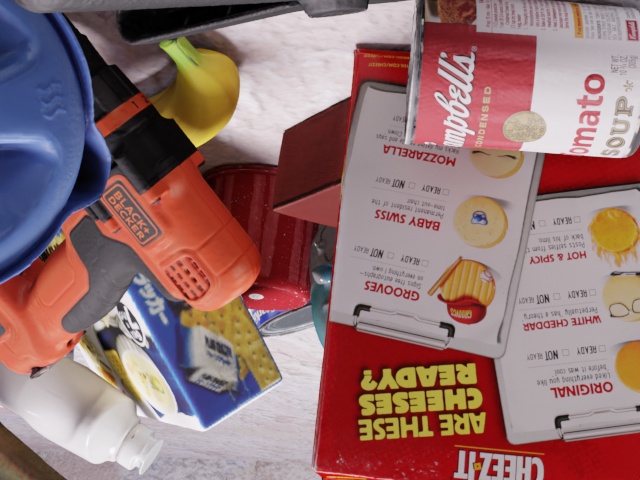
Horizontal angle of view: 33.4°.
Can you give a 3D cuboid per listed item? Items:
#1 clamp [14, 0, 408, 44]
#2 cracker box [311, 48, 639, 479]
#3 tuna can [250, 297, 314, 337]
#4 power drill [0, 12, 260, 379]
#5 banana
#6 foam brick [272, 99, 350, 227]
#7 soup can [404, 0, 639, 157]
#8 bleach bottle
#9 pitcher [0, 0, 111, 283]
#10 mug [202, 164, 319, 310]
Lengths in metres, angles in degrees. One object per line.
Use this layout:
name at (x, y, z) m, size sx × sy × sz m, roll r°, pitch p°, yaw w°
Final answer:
clamp at (-0.002, -0.104, 0.415) m, size 0.210 × 0.036 × 0.164 m, roll -8°, pitch -173°, yaw -3°
cracker box at (0.087, 0.018, 0.529) m, size 0.164 × 0.213 × 0.072 m, roll 4°, pitch 163°, yaw 5°
tuna can at (-0.013, 0.044, 0.821) m, size 0.086 × 0.034 × 0.086 m, roll -18°, pitch 166°, yaw -5°
power drill at (-0.143, -0.016, 0.573) m, size 0.188 × 0.057 × 0.184 m, roll -31°, pitch 99°, yaw 40°
banana at (-0.098, -0.073, 0.608) m, size 0.069 × 0.037 × 0.198 m, roll 33°, pitch 151°, yaw -24°
foam brick at (0.015, -0.043, 0.634) m, size 0.052 × 0.051 × 0.078 m, roll 15°, pitch 161°, yaw -31°
soup can at (0.091, -0.073, 0.480) m, size 0.102 × 0.068 × 0.068 m, roll 5°, pitch 163°, yaw 3°
bleach bottle at (-0.220, 0.080, 0.730) m, size 0.251 × 0.068 × 0.102 m, roll 30°, pitch 166°, yaw 9°
pitcher at (-0.216, -0.059, 0.464) m, size 0.243 × 0.144 × 0.149 m, roll 11°, pitch 133°, yaw 52°
mug at (-0.055, 0.001, 0.750) m, size 0.117 × 0.081 × 0.093 m, roll 1°, pitch 163°, yaw 15°
